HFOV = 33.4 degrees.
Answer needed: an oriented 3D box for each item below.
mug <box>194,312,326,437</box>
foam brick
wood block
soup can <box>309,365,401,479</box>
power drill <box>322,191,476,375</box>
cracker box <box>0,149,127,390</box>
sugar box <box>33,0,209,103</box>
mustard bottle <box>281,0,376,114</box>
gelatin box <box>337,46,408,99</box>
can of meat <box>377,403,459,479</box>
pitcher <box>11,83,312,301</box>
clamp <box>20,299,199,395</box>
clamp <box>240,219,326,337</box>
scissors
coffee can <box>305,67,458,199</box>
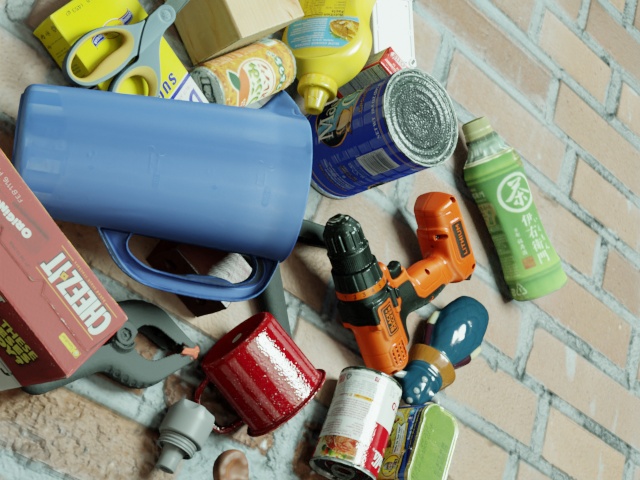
[{"bbox_3d":[-0.065,0.128,0.987,0.117,0.093,0.081,-38,101,-2],"label":"mug"},{"bbox_3d":[-0.111,0.023,0.989,0.078,0.053,0.051,51,52,-17],"label":"foam brick"},{"bbox_3d":[-0.113,-0.290,1.046,0.090,0.090,0.206,-30,98,-40],"label":"wood block"},{"bbox_3d":[0.036,0.184,1.058,0.068,0.069,0.102,36,58,-27],"label":"soup can"},{"bbox_3d":[0.083,0.023,1.126,0.187,0.057,0.184,-39,121,-39],"label":"power drill"},{"bbox_3d":[-0.254,0.027,0.763,0.164,0.214,0.072,55,51,-15],"label":"cracker box"},{"bbox_3d":[-0.173,-0.148,0.986,0.176,0.048,0.093,53,54,-14],"label":"sugar box"},{"bbox_3d":[0.009,-0.220,1.125,0.058,0.096,0.191,52,44,-59],"label":"mustard bottle"},{"bbox_3d":[0.065,-0.164,1.159,0.073,0.089,0.030,46,54,-21],"label":"gelatin box"},{"bbox_3d":[0.086,0.217,1.080,0.057,0.084,0.102,36,58,-27],"label":"can of meat"},{"bbox_3d":[-0.136,-0.050,0.904,0.242,0.145,0.149,7,46,-15],"label":"pitcher"},{"bbox_3d":[-0.184,0.093,0.920,0.171,0.039,0.120,27,64,-32],"label":"clamp"},{"bbox_3d":[-0.057,0.001,1.050,0.209,0.036,0.164,45,54,-26],"label":"clamp"},{"bbox_3d":[-0.138,-0.181,0.963,0.201,0.016,0.096,-35,106,-23],"label":"scissors"},{"bbox_3d":[0.056,-0.108,1.104,0.102,0.141,0.103,12,71,-37],"label":"coffee can"}]
